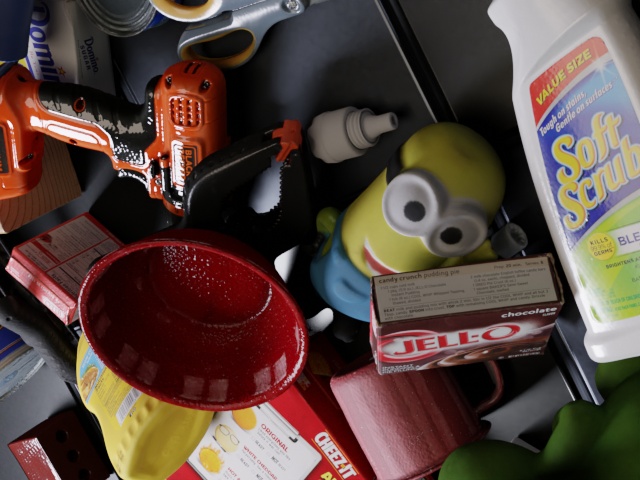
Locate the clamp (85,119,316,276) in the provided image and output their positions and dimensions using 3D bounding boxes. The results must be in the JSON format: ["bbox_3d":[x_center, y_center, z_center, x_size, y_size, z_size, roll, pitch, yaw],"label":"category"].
[{"bbox_3d":[-0.055,0.001,0.766,0.164,0.036,0.210,27,129,-19],"label":"clamp"}]

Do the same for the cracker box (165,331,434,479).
[{"bbox_3d":[-0.028,0.192,0.854,0.164,0.072,0.214,52,130,2],"label":"cracker box"}]

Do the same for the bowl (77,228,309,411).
[{"bbox_3d":[-0.083,0.046,0.743,0.162,0.055,0.162,6,130,7],"label":"bowl"}]

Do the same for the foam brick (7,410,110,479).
[{"bbox_3d":[-0.252,0.213,1.032,0.051,0.052,0.078,-24,98,40],"label":"foam brick"}]

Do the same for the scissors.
[{"bbox_3d":[-0.035,-0.168,0.697,0.202,0.016,0.096,-22,128,41],"label":"scissors"}]

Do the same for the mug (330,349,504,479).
[{"bbox_3d":[0.069,0.108,0.741,0.117,0.093,0.081,-28,90,11],"label":"mug"}]

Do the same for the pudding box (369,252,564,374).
[{"bbox_3d":[0.087,0.048,0.664,0.090,0.113,0.039,82,179,-65],"label":"pudding box"}]

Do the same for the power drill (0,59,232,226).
[{"bbox_3d":[-0.157,-0.057,0.800,0.188,0.057,0.184,8,125,7],"label":"power drill"}]

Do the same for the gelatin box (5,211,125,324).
[{"bbox_3d":[-0.200,0.022,0.879,0.073,0.089,0.030,39,128,13],"label":"gelatin box"}]

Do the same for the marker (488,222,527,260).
[{"bbox_3d":[0.092,0.027,0.722,0.020,0.020,0.121,51,130,4],"label":"marker"}]

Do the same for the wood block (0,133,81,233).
[{"bbox_3d":[-0.320,-0.058,0.923,0.206,0.090,0.090,-3,110,36],"label":"wood block"}]

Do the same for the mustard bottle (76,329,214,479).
[{"bbox_3d":[-0.155,0.107,0.872,0.096,0.058,0.192,-57,38,9],"label":"mustard bottle"}]

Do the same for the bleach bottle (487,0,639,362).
[{"bbox_3d":[0.155,-0.061,0.609,0.103,0.068,0.251,-21,97,38],"label":"bleach bottle"}]

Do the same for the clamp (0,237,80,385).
[{"bbox_3d":[-0.249,0.062,0.929,0.120,0.039,0.171,63,179,39],"label":"clamp"}]

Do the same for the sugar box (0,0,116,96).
[{"bbox_3d":[-0.247,-0.157,0.854,0.176,0.048,0.093,13,118,31],"label":"sugar box"}]

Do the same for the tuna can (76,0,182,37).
[{"bbox_3d":[-0.139,-0.192,0.768,0.086,0.033,0.086,15,120,29],"label":"tuna can"}]

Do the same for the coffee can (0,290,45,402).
[{"bbox_3d":[-0.333,0.079,0.991,0.140,0.102,0.103,46,130,8],"label":"coffee can"}]
